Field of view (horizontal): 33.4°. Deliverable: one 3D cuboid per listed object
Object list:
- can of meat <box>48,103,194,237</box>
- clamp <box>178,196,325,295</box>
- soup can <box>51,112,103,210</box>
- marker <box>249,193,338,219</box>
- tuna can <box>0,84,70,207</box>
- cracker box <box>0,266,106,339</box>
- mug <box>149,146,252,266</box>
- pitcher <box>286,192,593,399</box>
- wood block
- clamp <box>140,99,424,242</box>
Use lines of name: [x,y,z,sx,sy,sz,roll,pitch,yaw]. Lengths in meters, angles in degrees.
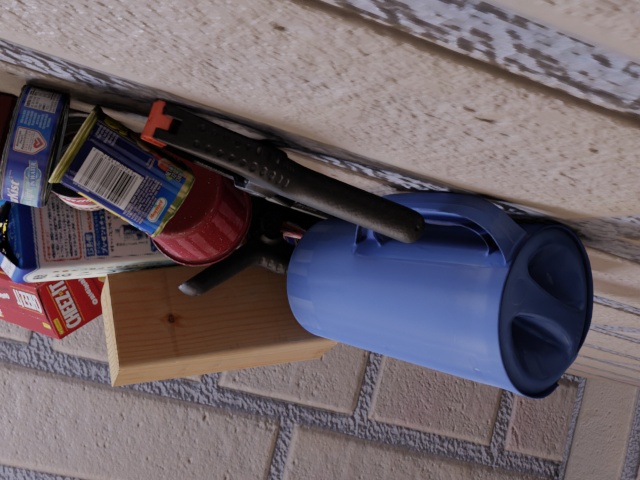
can of meat: [-0.139,-0.049,0.757,0.084,0.057,0.102,32,-176,-13]
clamp: [-0.056,0.001,0.956,0.171,0.120,0.039,12,165,-23]
soup can: [-0.195,-0.062,0.878,0.068,0.068,0.102,14,174,-5]
marker: [-0.020,-0.036,0.956,0.121,0.020,0.020,17,173,-29]
tuna can: [-0.207,-0.068,0.775,0.033,0.086,0.086,13,174,-11]
cracker box: [-0.248,0.017,1.179,0.213,0.072,0.164,-33,-156,-32]
mug: [-0.117,-0.041,0.877,0.117,0.093,0.081,50,179,16]
pitcher: [0.086,0.035,0.876,0.243,0.149,0.144,7,-176,43]
wood block: [-0.095,0.073,1.005,0.205,0.091,0.090,-6,163,-17]
clamp: [-0.045,-0.051,0.786,0.209,0.036,0.165,22,177,-33]
